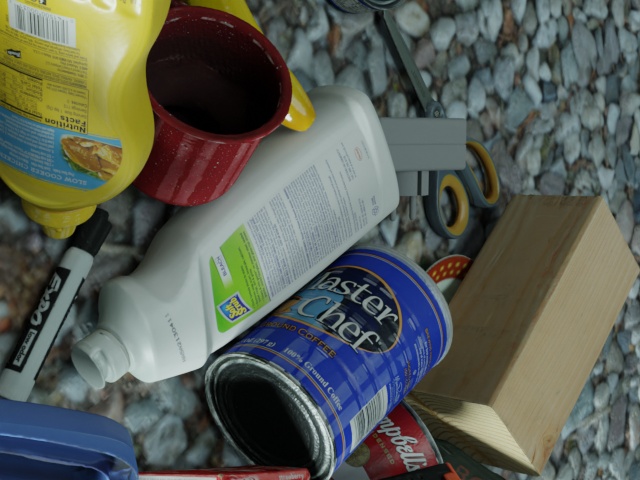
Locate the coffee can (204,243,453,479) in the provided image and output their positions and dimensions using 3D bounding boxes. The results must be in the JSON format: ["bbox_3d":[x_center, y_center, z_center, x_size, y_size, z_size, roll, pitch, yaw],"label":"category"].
[{"bbox_3d":[0.008,0.080,0.701,0.140,0.103,0.103,-39,119,-41],"label":"coffee can"}]

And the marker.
[{"bbox_3d":[-0.149,0.035,0.605,0.020,0.020,0.121,40,65,-39],"label":"marker"}]

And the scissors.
[{"bbox_3d":[0.083,-0.079,0.837,0.201,0.016,0.096,45,62,-37],"label":"scissors"}]

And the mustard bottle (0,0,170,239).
[{"bbox_3d":[-0.131,-0.072,0.540,0.058,0.096,0.192,-69,176,-46],"label":"mustard bottle"}]

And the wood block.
[{"bbox_3d":[0.160,0.068,0.840,0.206,0.090,0.090,-56,128,-27],"label":"wood block"}]

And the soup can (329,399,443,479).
[{"bbox_3d":[0.024,0.160,0.731,0.102,0.069,0.068,-28,113,-17],"label":"soup can"}]

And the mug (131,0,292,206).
[{"bbox_3d":[-0.077,-0.083,0.617,0.093,0.082,0.117,-8,65,-29],"label":"mug"}]

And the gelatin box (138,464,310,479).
[{"bbox_3d":[-0.062,0.153,0.648,0.073,0.089,0.030,9,75,-46],"label":"gelatin box"}]

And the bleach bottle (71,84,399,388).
[{"bbox_3d":[-0.054,0.001,0.670,0.250,0.068,0.102,-39,120,-35],"label":"bleach bottle"}]
